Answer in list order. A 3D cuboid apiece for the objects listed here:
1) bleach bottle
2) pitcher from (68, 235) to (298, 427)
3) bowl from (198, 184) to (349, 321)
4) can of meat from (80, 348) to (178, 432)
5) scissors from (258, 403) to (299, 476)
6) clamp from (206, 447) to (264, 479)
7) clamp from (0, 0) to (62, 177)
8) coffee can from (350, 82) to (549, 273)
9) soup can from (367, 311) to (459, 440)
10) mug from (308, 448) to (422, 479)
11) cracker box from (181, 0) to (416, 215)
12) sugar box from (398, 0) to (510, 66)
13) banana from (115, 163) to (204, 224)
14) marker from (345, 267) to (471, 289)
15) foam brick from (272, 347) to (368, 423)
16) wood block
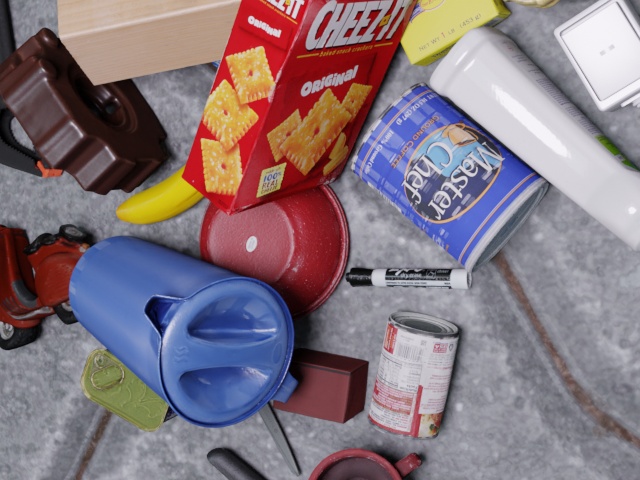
[{"bbox_3d":[0.209,-0.072,0.885,0.251,0.102,0.068,46,115,13],"label":"bleach bottle"},{"bbox_3d":[-0.134,0.077,0.998,0.243,0.144,0.149,21,124,53],"label":"pitcher"},{"bbox_3d":[-0.057,0.001,1.027,0.162,0.055,0.162,0,91,22],"label":"bowl"},{"bbox_3d":[-0.178,0.143,1.091,0.102,0.083,0.057,25,106,19],"label":"can of meat"},{"bbox_3d":[-0.086,0.149,1.089,0.096,0.016,0.202,-14,90,26],"label":"scissors"},{"bbox_3d":[-0.046,0.269,1.074,0.172,0.039,0.120,-3,99,18],"label":"clamp"},{"bbox_3d":[-0.356,-0.145,1.160,0.165,0.036,0.210,-35,82,23],"label":"clamp"},{"bbox_3d":[0.112,-0.055,0.930,0.140,0.102,0.103,41,110,14],"label":"coffee can"},{"bbox_3d":[0.085,0.124,0.982,0.069,0.068,0.102,15,102,21],"label":"soup can"},{"bbox_3d":[0.045,0.236,0.999,0.117,0.081,0.093,-37,75,-3],"label":"mug"},{"bbox_3d":[-0.014,-0.137,0.915,0.072,0.163,0.214,39,123,23],"label":"cracker box"},{"bbox_3d":[0.087,-0.254,0.947,0.093,0.048,0.176,-28,86,26],"label":"sugar box"},{"bbox_3d":[-0.131,-0.070,1.074,0.198,0.037,0.070,-44,49,19],"label":"banana"},{"bbox_3d":[0.081,0.035,1.000,0.121,0.020,0.020,0,96,24],"label":"marker"},{"bbox_3d":[0.001,0.139,1.030,0.078,0.052,0.051,9,100,24],"label":"foam brick"},{"bbox_3d":[-0.127,-0.219,0.978,0.206,0.091,0.090,-10,67,7],"label":"wood block"}]
